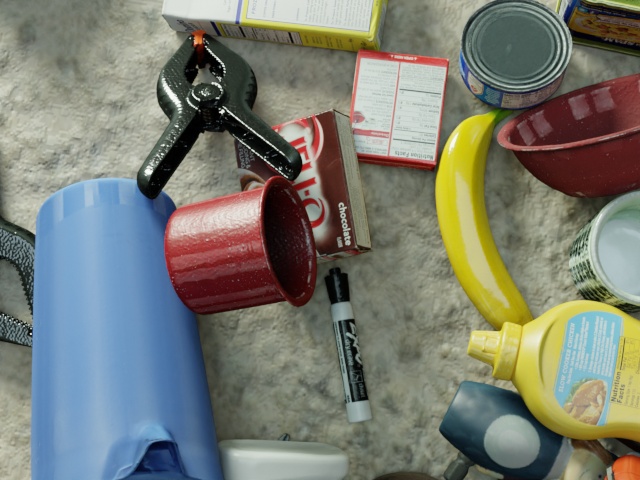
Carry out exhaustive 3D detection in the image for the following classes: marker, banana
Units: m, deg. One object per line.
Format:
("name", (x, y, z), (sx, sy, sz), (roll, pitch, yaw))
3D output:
("marker", (0.021, 0.081, 0.832), (0.020, 0.020, 0.121), (-10, 81, 3))
("banana", (0.126, -0.014, 0.828), (0.069, 0.037, 0.198), (-5, 81, 4))

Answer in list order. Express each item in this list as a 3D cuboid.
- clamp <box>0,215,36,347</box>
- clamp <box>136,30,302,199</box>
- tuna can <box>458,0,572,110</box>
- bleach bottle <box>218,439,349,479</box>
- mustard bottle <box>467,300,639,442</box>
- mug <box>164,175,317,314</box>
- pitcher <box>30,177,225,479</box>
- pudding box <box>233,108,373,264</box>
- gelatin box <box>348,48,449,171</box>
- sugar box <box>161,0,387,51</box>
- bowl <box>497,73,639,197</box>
("clamp", (-0.276, 0.000, 0.860), (0.210, 0.036, 0.164), (40, 87, 7))
("clamp", (-0.094, -0.096, 0.818), (0.120, 0.039, 0.171), (-11, 47, -16))
("tuna can", (0.152, -0.146, 0.838), (0.086, 0.034, 0.086), (-1, 68, 3))
("bleach bottle", (-0.040, 0.277, 0.783), (0.102, 0.068, 0.251), (5, 88, -15))
("mustard bottle", (0.198, 0.093, 0.740), (0.191, 0.058, 0.096), (13, 73, 7))
("mug", (-0.055, 0.001, 0.768), (0.082, 0.117, 0.093), (-11, 121, 21))
("pitcher", (-0.151, 0.086, 0.777), (0.149, 0.145, 0.243), (-18, 61, 16))
("pudding box", (-0.014, -0.036, 0.828), (0.090, 0.039, 0.113), (-15, 81, 26))
("gelatin box", (0.061, -0.103, 0.850), (0.073, 0.030, 0.089), (7, 85, 6))
("sugar box", (-0.033, -0.209, 0.867), (0.176, 0.048, 0.093), (8, 83, 10))
("bowl", (0.215, -0.074, 0.785), (0.162, 0.162, 0.055), (-18, 106, 2))
